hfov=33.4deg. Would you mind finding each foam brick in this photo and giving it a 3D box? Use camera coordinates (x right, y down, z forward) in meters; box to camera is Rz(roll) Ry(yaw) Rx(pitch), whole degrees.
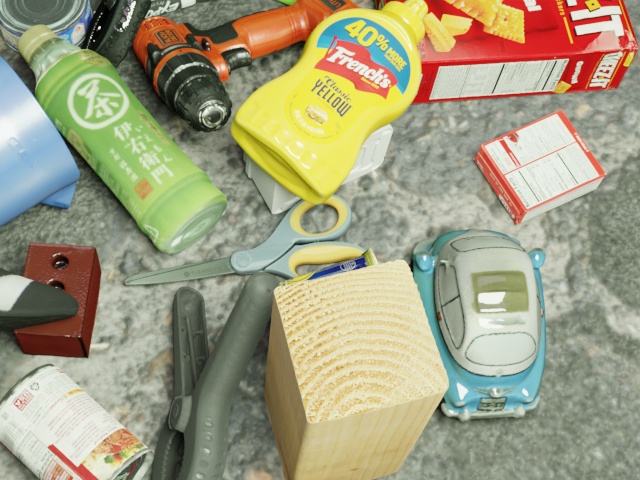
[{"bbox_3d":[-0.203,0.047,0.831,0.053,0.051,0.078,4,64,-3],"label":"foam brick"}]

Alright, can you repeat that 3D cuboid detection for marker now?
[{"bbox_3d":[-0.148,-0.217,0.982,0.121,0.020,0.020,-18,67,-13],"label":"marker"}]

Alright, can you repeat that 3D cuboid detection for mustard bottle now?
[{"bbox_3d":[0.023,-0.125,0.839,0.096,0.058,0.191,40,69,1],"label":"mustard bottle"}]

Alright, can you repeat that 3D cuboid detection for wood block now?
[{"bbox_3d":[0.016,0.103,0.733,0.090,0.206,0.091,-12,66,-10],"label":"wood block"}]

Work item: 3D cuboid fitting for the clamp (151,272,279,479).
[{"bbox_3d":[-0.092,0.123,0.781,0.036,0.165,0.210,16,84,-24],"label":"clamp"}]

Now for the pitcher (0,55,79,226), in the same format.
[{"bbox_3d":[-0.324,-0.046,0.820,0.242,0.145,0.149,-37,76,-16],"label":"pitcher"}]

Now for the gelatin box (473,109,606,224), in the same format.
[{"bbox_3d":[0.190,-0.063,0.927,0.089,0.030,0.073,-24,70,-15],"label":"gelatin box"}]

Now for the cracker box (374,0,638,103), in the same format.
[{"bbox_3d":[0.162,-0.216,0.976,0.213,0.072,0.164,-5,65,-8],"label":"cracker box"}]

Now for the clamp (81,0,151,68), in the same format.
[{"bbox_3d":[-0.160,-0.208,0.909,0.039,0.120,0.171,21,100,-23],"label":"clamp"}]

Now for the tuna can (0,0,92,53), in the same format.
[{"bbox_3d":[-0.250,-0.209,0.962,0.086,0.034,0.086,2,64,-4],"label":"tuna can"}]

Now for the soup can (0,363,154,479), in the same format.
[{"bbox_3d":[-0.181,0.147,0.775,0.102,0.068,0.068,38,67,14],"label":"soup can"}]

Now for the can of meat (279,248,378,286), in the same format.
[{"bbox_3d":[0.006,0.047,0.814,0.084,0.102,0.057,-18,87,-2],"label":"can of meat"}]

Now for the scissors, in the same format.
[{"bbox_3d":[-0.056,0.001,0.883,0.201,0.016,0.096,5,67,-3],"label":"scissors"}]

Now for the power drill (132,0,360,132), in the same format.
[{"bbox_3d":[-0.054,-0.159,0.905,0.187,0.057,0.185,-16,37,-16],"label":"power drill"}]
